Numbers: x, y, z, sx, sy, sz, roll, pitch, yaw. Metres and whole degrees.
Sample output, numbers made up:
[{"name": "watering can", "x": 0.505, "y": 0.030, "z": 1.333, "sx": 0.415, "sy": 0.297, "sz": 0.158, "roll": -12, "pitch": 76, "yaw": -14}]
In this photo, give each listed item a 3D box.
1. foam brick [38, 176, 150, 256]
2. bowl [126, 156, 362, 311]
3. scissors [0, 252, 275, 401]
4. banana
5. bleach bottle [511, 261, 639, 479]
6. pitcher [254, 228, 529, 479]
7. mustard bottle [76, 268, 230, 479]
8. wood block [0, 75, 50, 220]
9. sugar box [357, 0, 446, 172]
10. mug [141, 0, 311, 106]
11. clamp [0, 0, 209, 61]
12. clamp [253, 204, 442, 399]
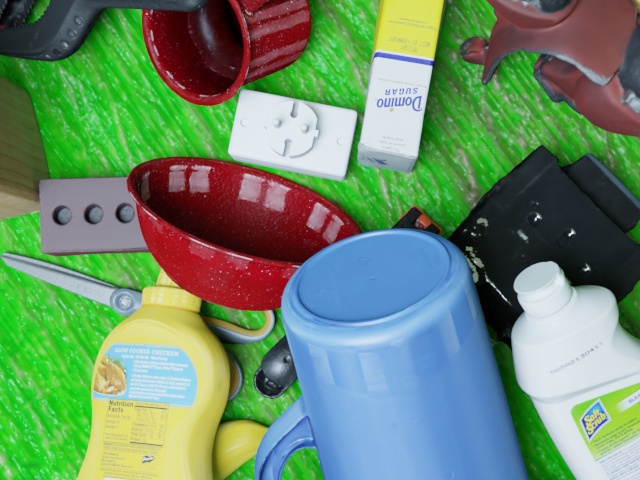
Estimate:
[{"name": "foam brick", "x": -0.154, "y": -0.017, "z": 0.750, "sx": 0.078, "sy": 0.051, "sz": 0.053, "roll": -3, "pitch": 87, "yaw": 2}, {"name": "bowl", "x": -0.055, "y": 0.001, "z": 0.708, "sx": 0.162, "sy": 0.162, "sz": 0.055, "roll": 20, "pitch": 112, "yaw": 2}, {"name": "scissors", "x": -0.134, "y": 0.064, "z": 0.764, "sx": 0.202, "sy": 0.016, "sz": 0.096, "roll": 5, "pitch": 88, "yaw": 2}, {"name": "banana", "x": -0.096, "y": 0.197, "z": 0.746, "sx": 0.069, "sy": 0.037, "sz": 0.198, "roll": 36, "pitch": 89, "yaw": 5}, {"name": "bleach bottle", "x": 0.197, "y": 0.111, "z": 0.675, "sx": 0.102, "sy": 0.068, "sz": 0.250, "roll": -34, "pitch": 114, "yaw": 0}, {"name": "pitcher", "x": 0.046, "y": 0.121, "z": 0.645, "sx": 0.149, "sy": 0.145, "sz": 0.243, "roll": -42, "pitch": 129, "yaw": -36}, {"name": "mustard bottle", "x": -0.109, "y": 0.108, "z": 0.714, "sx": 0.096, "sy": 0.058, "sz": 0.191, "roll": 0, "pitch": 77, "yaw": 26}, {"name": "wood block", "x": -0.247, "y": -0.061, "z": 0.678, "sx": 0.091, "sy": 0.206, "sz": 0.090, "roll": -14, "pitch": 87, "yaw": 0}, {"name": "sugar box", "x": 0.058, "y": -0.139, "z": 0.729, "sx": 0.048, "sy": 0.093, "sz": 0.176, "roll": 12, "pitch": 88, "yaw": 3}, {"name": "mug", "x": -0.052, "y": -0.151, "z": 0.716, "sx": 0.117, "sy": 0.081, "sz": 0.093, "roll": -30, "pitch": 92, "yaw": 43}, {"name": "clamp", "x": -0.165, "y": -0.193, "z": 0.716, "sx": 0.210, "sy": 0.036, "sz": 0.164, "roll": -21, "pitch": 77, "yaw": 35}, {"name": "clamp", "x": 0.016, "y": 0.042, "z": 0.713, "sx": 0.039, "sy": 0.120, "sz": 0.171, "roll": 42, "pitch": 85, "yaw": -2}]
